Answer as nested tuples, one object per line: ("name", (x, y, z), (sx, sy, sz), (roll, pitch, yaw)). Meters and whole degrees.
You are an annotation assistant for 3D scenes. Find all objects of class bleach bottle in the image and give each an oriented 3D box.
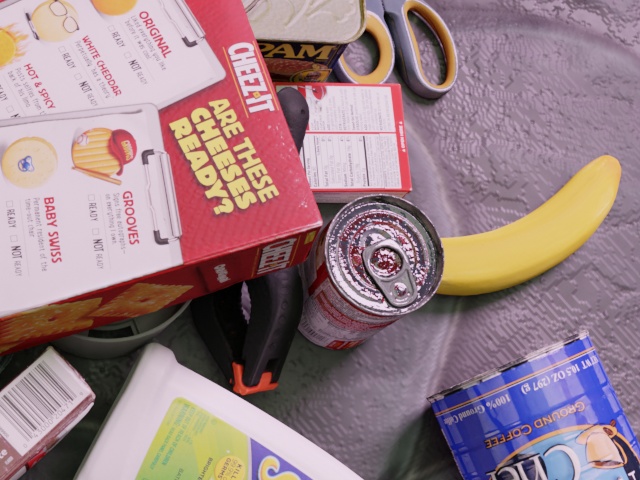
("bleach bottle", (-0.007, 0.157, 0.588), (0.250, 0.068, 0.102), (28, 80, -7))

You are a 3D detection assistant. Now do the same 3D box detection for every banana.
("banana", (0.121, -0.006, 0.687), (0.197, 0.037, 0.069), (-14, 78, -19))

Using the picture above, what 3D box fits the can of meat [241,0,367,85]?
("can of meat", (-0.033, -0.130, 0.657), (0.102, 0.084, 0.057), (-1, 74, -16))

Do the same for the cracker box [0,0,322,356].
("cracker box", (-0.128, -0.040, 0.531), (0.213, 0.072, 0.164), (-17, 75, -13))

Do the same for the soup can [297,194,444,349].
("soup can", (0.022, 0.021, 0.616), (0.068, 0.102, 0.068), (4, 72, -14))

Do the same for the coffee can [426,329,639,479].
("coffee can", (0.136, 0.135, 0.613), (0.102, 0.103, 0.140), (-19, 79, -20))

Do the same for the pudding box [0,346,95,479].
("pudding box", (-0.170, 0.110, 0.544), (0.113, 0.090, 0.039), (-42, 91, -23))

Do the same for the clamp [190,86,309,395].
("clamp", (-0.054, 0.001, 0.620), (0.039, 0.120, 0.171), (2, 90, -42))

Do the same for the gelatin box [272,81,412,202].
("gelatin box", (0.009, -0.061, 0.677), (0.089, 0.030, 0.073), (-2, 75, -15))

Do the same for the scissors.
("scissors", (0.027, -0.182, 0.726), (0.096, 0.016, 0.202), (-23, 80, -20))
